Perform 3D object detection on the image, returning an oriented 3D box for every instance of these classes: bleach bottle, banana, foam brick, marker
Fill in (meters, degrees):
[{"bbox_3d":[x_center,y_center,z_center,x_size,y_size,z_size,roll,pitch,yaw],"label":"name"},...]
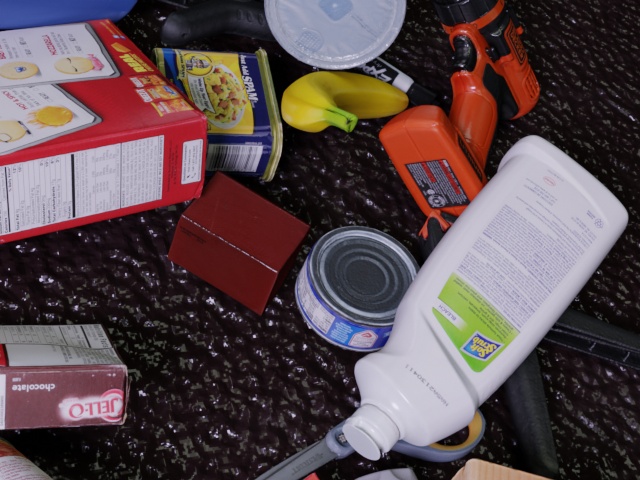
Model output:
[{"bbox_3d":[0.097,0.041,0.701,0.102,0.068,0.250,41,61,11],"label":"bleach bottle"},{"bbox_3d":[0.014,-0.101,0.796,0.070,0.037,0.197,27,19,9],"label":"banana"},{"bbox_3d":[-0.055,0.001,0.721,0.078,0.053,0.051,32,50,4],"label":"foam brick"},{"bbox_3d":[0.048,-0.144,0.891,0.121,0.020,0.020,34,50,7],"label":"marker"}]

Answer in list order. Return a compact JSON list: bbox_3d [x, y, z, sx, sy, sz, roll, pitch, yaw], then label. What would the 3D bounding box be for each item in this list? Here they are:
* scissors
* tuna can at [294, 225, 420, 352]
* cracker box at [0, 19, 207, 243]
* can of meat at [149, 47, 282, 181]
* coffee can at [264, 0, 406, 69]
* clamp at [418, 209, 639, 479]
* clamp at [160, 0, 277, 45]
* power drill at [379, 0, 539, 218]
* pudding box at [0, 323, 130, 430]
[{"bbox_3d":[0.032,0.136,0.674,0.096,0.016,0.201,39,51,11],"label":"scissors"},{"bbox_3d":[0.028,0.032,0.740,0.086,0.034,0.086,10,51,-13],"label":"tuna can"},{"bbox_3d":[-0.203,-0.069,0.682,0.213,0.072,0.164,-15,40,-28],"label":"cracker box"},{"bbox_3d":[-0.080,-0.094,0.782,0.083,0.057,0.102,0,55,-18],"label":"can of meat"},{"bbox_3d":[0.013,-0.210,0.822,0.102,0.103,0.140,15,36,-9],"label":"coffee can"},{"bbox_3d":[0.153,0.057,0.765,0.164,0.036,0.210,-21,63,-31],"label":"clamp"},{"bbox_3d":[-0.074,-0.181,0.845,0.171,0.039,0.120,1,41,-26],"label":"clamp"},{"bbox_3d":[0.106,-0.124,0.818,0.184,0.057,0.187,53,46,-34],"label":"power drill"},{"bbox_3d":[-0.171,0.075,0.601,0.113,0.039,0.090,3,9,-20],"label":"pudding box"}]
